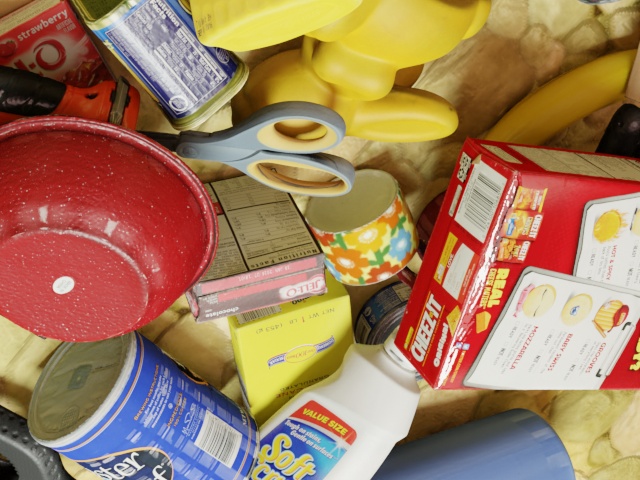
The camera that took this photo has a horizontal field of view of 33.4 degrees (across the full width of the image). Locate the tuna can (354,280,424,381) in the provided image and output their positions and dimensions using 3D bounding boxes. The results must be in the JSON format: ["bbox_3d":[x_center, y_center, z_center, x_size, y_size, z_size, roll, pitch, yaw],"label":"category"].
[{"bbox_3d":[0.072,0.074,0.875,0.086,0.034,0.086,-11,125,-16],"label":"tuna can"}]

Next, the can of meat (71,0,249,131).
[{"bbox_3d":[-0.099,-0.124,0.630,0.057,0.102,0.084,-41,125,1],"label":"can of meat"}]

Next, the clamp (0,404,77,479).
[{"bbox_3d":[-0.212,0.184,0.802,0.165,0.036,0.210,-10,126,21],"label":"clamp"}]

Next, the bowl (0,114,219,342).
[{"bbox_3d":[-0.140,0.008,0.606,0.162,0.055,0.162,0,134,0],"label":"bowl"}]

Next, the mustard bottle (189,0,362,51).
[{"bbox_3d":[-0.038,-0.206,0.575,0.096,0.191,0.058,-14,174,35],"label":"mustard bottle"}]

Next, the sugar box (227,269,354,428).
[{"bbox_3d":[-0.018,0.113,0.857,0.093,0.048,0.176,-16,125,-11],"label":"sugar box"}]

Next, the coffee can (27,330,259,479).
[{"bbox_3d":[-0.128,0.134,0.785,0.103,0.103,0.140,-42,124,8],"label":"coffee can"}]

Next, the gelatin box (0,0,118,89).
[{"bbox_3d":[-0.179,-0.101,0.657,0.089,0.030,0.073,-29,128,-2],"label":"gelatin box"}]

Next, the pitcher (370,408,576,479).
[{"bbox_3d":[0.092,0.235,0.932,0.242,0.149,0.145,-16,121,-23],"label":"pitcher"}]

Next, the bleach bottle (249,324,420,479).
[{"bbox_3d":[-0.010,0.162,0.814,0.251,0.103,0.068,-52,144,13],"label":"bleach bottle"}]

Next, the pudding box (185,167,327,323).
[{"bbox_3d":[-0.055,0.001,0.723,0.090,0.113,0.039,-12,130,-14],"label":"pudding box"}]

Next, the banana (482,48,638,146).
[{"bbox_3d":[0.198,-0.101,0.807,0.197,0.037,0.069,-22,127,-7],"label":"banana"}]

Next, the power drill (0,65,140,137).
[{"bbox_3d":[-0.211,-0.054,0.624,0.187,0.057,0.185,15,131,-16],"label":"power drill"}]

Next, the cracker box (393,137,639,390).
[{"bbox_3d":[0.175,0.021,0.752,0.213,0.072,0.164,3,115,-29],"label":"cracker box"}]

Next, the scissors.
[{"bbox_3d":[-0.071,-0.069,0.672,0.201,0.016,0.096,14,148,-9],"label":"scissors"}]
